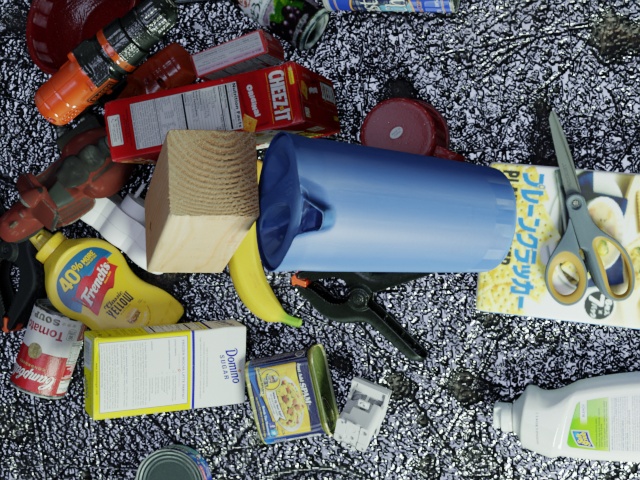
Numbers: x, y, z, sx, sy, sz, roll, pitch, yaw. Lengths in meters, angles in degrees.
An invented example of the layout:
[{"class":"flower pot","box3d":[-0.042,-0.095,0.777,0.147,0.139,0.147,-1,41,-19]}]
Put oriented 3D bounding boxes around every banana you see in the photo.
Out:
[{"class":"banana","box3d":[-0.075,0.010,1.218,0.069,0.037,0.198,-14,88,3]}]

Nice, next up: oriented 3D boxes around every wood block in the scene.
[{"class":"wood block","box3d":[-0.129,-0.036,1.120,0.090,0.206,0.091,0,74,-16]}]

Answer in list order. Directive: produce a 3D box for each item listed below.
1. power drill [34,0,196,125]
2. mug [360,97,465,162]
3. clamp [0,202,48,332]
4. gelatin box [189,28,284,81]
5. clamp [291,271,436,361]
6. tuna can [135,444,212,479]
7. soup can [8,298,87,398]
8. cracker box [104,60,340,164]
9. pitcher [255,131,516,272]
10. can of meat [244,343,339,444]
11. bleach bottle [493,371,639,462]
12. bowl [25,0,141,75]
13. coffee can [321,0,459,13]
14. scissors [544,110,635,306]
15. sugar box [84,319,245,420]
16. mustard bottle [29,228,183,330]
[{"class":"power drill","box3d":[-0.203,-0.191,1.166,0.184,0.187,0.057,-36,82,13]},{"class":"mug","box3d":[0.100,-0.105,1.147,0.117,0.081,0.093,26,97,12]},{"class":"clamp","box3d":[-0.357,0.005,1.274,0.165,0.036,0.210,0,93,30]},{"class":"gelatin box","box3d":[-0.091,-0.205,1.196,0.089,0.073,0.030,-19,87,13]},{"class":"clamp","box3d":[0.052,0.070,1.185,0.172,0.039,0.120,6,101,21]},{"class":"tuna can","box3d":[-0.171,0.283,1.248,0.086,0.033,0.086,0,92,14]},{"class":"soup can","box3d":[-0.320,0.128,1.264,0.068,0.068,0.102,20,95,12]},{"class":"cracker box","box3d":[-0.102,-0.134,1.154,0.214,0.164,0.072,-10,90,14]},{"class":"pitcher","box3d":[0.060,-0.032,1.056,0.242,0.145,0.149,4,55,-20]},{"class":"can of meat","box3d":[-0.032,0.174,1.200,0.084,0.057,0.102,-13,89,15]},{"class":"bleach bottle","box3d":[0.308,0.179,1.115,0.251,0.068,0.102,-1,91,16]},{"class":"bowl","box3d":[-0.261,-0.254,1.230,0.162,0.055,0.162,-10,69,28]},{"class":"coffee can","box3d":[0.077,-0.295,1.138,0.140,0.102,0.103,4,92,13]},{"class":"scissors","box3d":[0.244,-0.022,1.079,0.096,0.016,0.202,-30,83,12]},{"class":"sugar box","box3d":[-0.172,0.141,1.188,0.175,0.048,0.093,-2,100,-27]},{"class":"mustard bottle","box3d":[-0.257,0.054,1.226,0.191,0.058,0.096,41,77,-3]}]
